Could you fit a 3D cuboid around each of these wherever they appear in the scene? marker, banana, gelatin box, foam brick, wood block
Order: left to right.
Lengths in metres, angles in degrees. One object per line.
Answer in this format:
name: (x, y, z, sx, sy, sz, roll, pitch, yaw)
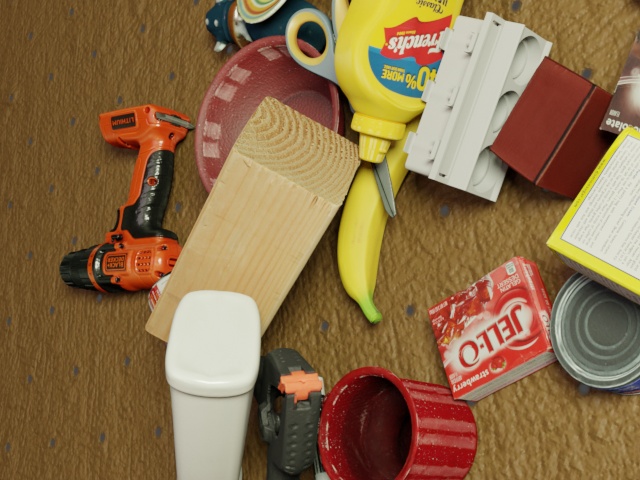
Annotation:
wood block: (-0.056, 0.001, 0.858, 0.206, 0.091, 0.090, -59, 4, 37)
marker: (0.002, 0.171, 0.864, 0.020, 0.020, 0.121, -28, 60, 37)
banana: (0.053, -0.035, 0.858, 0.070, 0.037, 0.198, 18, 93, 35)
gelatin box: (0.125, 0.064, 0.761, 0.089, 0.030, 0.073, -35, 57, 34)
foam brick: (0.166, -0.077, 0.741, 0.051, 0.052, 0.078, 42, 108, 43)

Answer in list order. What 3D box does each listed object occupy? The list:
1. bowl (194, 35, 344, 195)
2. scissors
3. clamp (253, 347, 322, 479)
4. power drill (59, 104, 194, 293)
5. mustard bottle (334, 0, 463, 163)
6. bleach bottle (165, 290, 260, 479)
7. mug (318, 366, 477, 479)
bowl: (-0.034, -0.094, 0.937, 0.162, 0.055, 0.162, -7, 78, 36)
scissors: (0.016, -0.114, 0.860, 0.096, 0.016, 0.202, -5, 81, 28)
clamp: (-0.028, 0.151, 0.824, 0.210, 0.036, 0.164, 121, 142, -69)
power drill: (-0.199, -0.039, 1.097, 0.185, 0.057, 0.187, -3, 80, 41)
mustard bottle: (0.059, -0.152, 0.794, 0.058, 0.096, 0.192, 27, 107, 51)
bleach bottle: (-0.088, 0.162, 0.854, 0.102, 0.068, 0.251, -89, 4, -50)
mug: (0.051, 0.138, 0.778, 0.117, 0.081, 0.093, 19, 93, 46)
